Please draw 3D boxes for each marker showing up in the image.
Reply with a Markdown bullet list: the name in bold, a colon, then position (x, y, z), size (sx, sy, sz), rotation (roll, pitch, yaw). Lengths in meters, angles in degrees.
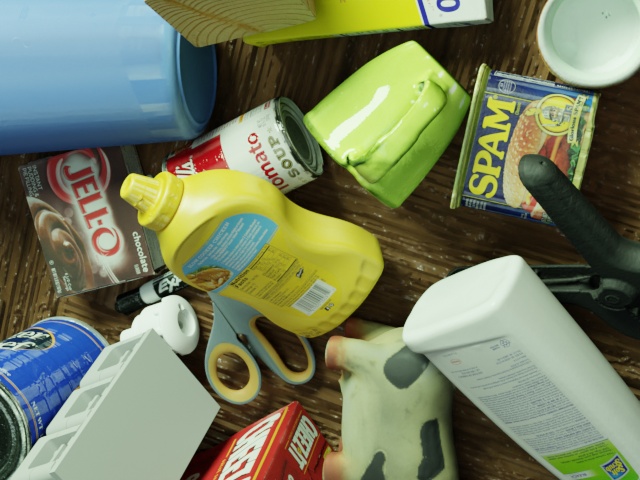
- **marker**: position (-0.114, 0.031, 0.854), size (0.121, 0.020, 0.020), rotation (-25, 94, 19)

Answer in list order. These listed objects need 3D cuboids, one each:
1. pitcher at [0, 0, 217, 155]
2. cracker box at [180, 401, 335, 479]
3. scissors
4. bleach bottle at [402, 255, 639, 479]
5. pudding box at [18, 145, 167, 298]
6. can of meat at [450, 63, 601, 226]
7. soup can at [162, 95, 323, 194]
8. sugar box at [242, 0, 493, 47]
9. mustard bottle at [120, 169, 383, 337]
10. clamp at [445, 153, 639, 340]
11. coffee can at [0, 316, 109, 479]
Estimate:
- **pitcher**: position (-0.205, -0.136, 0.796), size (0.243, 0.145, 0.149), rotation (0, 113, 12)
- **cracker box**: position (-0.102, 0.226, 0.813), size (0.214, 0.164, 0.072), rotation (-31, 101, 19)
- **scissors**: position (-0.090, 0.050, 0.833), size (0.201, 0.016, 0.096), rotation (43, 105, -8)
- **bleach bottle**: position (0.174, 0.126, 0.753), size (0.250, 0.068, 0.103), rotation (48, 138, -15)
- **pudding box**: position (-0.180, -0.019, 0.851), size (0.090, 0.039, 0.113), rotation (-14, 98, 17)
- **can of meat**: position (0.143, -0.064, 0.744), size (0.084, 0.057, 0.102), rotation (13, 105, 10)
- **soup can**: position (-0.057, -0.056, 0.795), size (0.102, 0.068, 0.068), rotation (-25, 94, 18)
- **sugar box**: position (0.030, -0.192, 0.752), size (0.176, 0.048, 0.093), rotation (-3, 97, 18)
- **mustard bottle**: position (-0.055, 0.001, 0.760), size (0.191, 0.058, 0.096), rotation (26, 126, -28)
- **clamp**: position (0.195, 0.029, 0.739), size (0.210, 0.036, 0.165), rotation (25, 147, -6)
- **coffee can**: position (-0.235, 0.127, 0.842), size (0.103, 0.140, 0.103), rotation (4, 102, 17)
